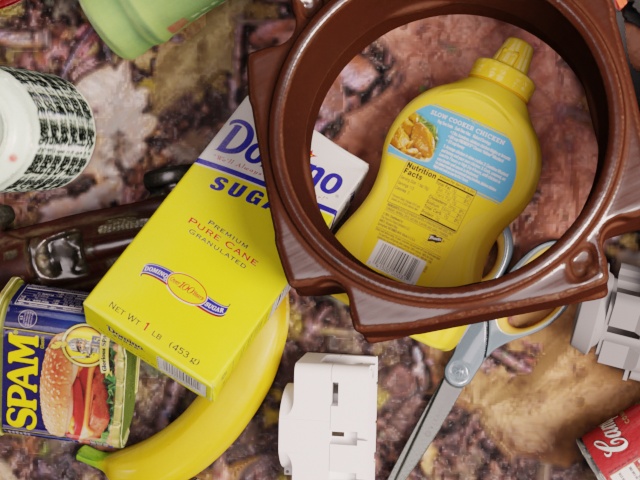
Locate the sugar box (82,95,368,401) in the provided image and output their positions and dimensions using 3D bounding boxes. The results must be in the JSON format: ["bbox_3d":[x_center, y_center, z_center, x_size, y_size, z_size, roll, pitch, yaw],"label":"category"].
[{"bbox_3d":[-0.054,0.001,0.652,0.093,0.048,0.176,32,69,5],"label":"sugar box"}]

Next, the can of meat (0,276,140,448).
[{"bbox_3d":[-0.161,0.080,0.681,0.084,0.057,0.102,8,113,0],"label":"can of meat"}]

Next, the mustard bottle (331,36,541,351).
[{"bbox_3d":[0.080,-0.036,0.653,0.096,0.058,0.191,27,89,22],"label":"mustard bottle"}]

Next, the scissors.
[{"bbox_3d":[0.081,0.065,0.689,0.096,0.016,0.202,45,99,6],"label":"scissors"}]

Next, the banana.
[{"bbox_3d":[-0.079,0.108,0.709,0.198,0.037,0.069,-43,86,10],"label":"banana"}]
